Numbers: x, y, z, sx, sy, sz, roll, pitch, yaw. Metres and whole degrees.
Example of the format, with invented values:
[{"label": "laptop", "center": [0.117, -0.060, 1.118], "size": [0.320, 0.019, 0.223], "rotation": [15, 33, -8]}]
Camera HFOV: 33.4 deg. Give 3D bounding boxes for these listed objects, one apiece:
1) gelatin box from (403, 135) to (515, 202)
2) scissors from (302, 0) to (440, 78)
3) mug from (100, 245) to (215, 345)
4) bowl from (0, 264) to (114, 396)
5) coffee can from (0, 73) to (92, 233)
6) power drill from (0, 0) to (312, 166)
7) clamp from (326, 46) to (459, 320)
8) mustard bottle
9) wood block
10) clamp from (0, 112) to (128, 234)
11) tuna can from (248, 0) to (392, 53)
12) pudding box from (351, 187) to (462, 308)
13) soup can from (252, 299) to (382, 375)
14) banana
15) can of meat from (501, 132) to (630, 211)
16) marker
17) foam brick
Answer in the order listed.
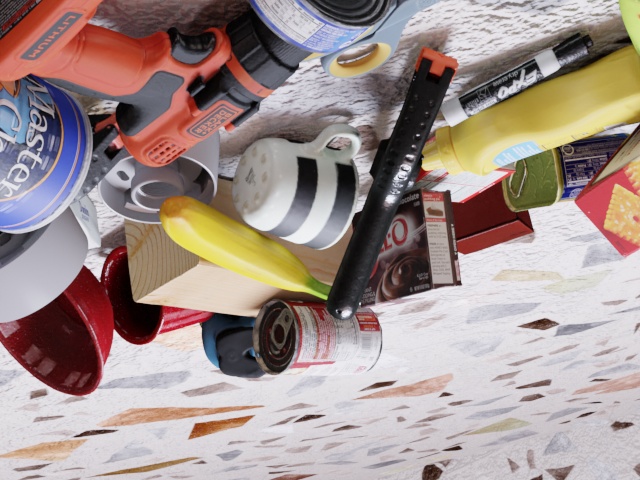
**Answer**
[{"label": "gelatin box", "center": [0.115, -0.063, 0.948], "size": [0.089, 0.030, 0.073], "rotation": [4, 156, -34]}, {"label": "scissors", "center": [0.067, -0.152, 0.708], "size": [0.202, 0.016, 0.096], "rotation": [-16, 160, 15]}, {"label": "mug", "center": [-0.155, 0.041, 1.008], "size": [0.117, 0.093, 0.081], "rotation": [20, -159, 38]}, {"label": "bowl", "center": [-0.243, 0.062, 0.980], "size": [0.055, 0.162, 0.162], "rotation": [-43, -176, -41]}, {"label": "coffee can", "center": [-0.222, -0.071, 0.650], "size": [0.103, 0.103, 0.140], "rotation": [-19, 158, 21]}, {"label": "power drill", "center": [-0.095, -0.122, 0.636], "size": [0.185, 0.057, 0.187], "rotation": [-35, 149, 25]}, {"label": "clamp", "center": [0.059, -0.059, 0.828], "size": [0.036, 0.164, 0.210], "rotation": [21, 123, 1]}, {"label": "mustard bottle", "center": [0.168, -0.094, 0.847], "size": [0.192, 0.058, 0.096], "rotation": [-19, 177, 22]}, {"label": "wood block", "center": [-0.065, 0.011, 0.965], "size": [0.091, 0.090, 0.205], "rotation": [-28, 153, 38]}, {"label": "clamp", "center": [-0.213, -0.035, 0.745], "size": [0.171, 0.120, 0.039], "rotation": [-20, 144, 12]}, {"label": "tuna can", "center": [-0.003, -0.147, 0.587], "size": [0.085, 0.086, 0.034], "rotation": [6, 155, -38]}, {"label": "pudding box", "center": [0.074, 0.009, 0.953], "size": [0.039, 0.090, 0.114], "rotation": [0, 169, -34]}, {"label": "soup can", "center": [-0.002, 0.089, 0.977], "size": [0.102, 0.068, 0.069], "rotation": [5, 154, -37]}, {"label": "banana", "center": [-0.067, 0.001, 0.832], "size": [0.070, 0.037, 0.197], "rotation": [5, 165, 40]}, {"label": "can of meat", "center": [0.219, -0.061, 0.942], "size": [0.083, 0.057, 0.102], "rotation": [-8, 179, -17]}, {"label": "marker", "center": [0.148, -0.122, 0.802], "size": [0.121, 0.020, 0.020], "rotation": [-27, 156, 16]}, {"label": "foam brick", "center": [0.160, -0.025, 1.040], "size": [0.078, 0.051, 0.053], "rotation": [-20, 159, 23]}]
